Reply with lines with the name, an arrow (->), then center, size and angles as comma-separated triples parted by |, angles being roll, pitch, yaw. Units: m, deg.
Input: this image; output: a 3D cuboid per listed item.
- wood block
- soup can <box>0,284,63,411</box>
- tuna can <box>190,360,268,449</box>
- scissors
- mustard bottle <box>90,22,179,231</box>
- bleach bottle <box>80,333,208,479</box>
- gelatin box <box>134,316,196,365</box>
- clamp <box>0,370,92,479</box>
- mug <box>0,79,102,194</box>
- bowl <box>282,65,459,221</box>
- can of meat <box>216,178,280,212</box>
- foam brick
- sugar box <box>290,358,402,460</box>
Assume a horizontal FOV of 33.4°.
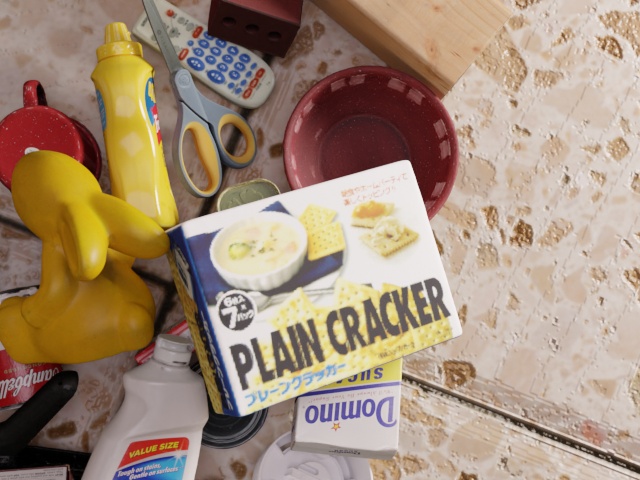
wood block -> 0.062, -0.231, 0.982 | 0.206, 0.091, 0.090 | 39, 84, -1
soup can -> -0.268, 0.096, 0.949 | 0.068, 0.068, 0.102 | -13, 87, -5
tuna can -> -0.089, 0.147, 0.975 | 0.086, 0.034, 0.086 | 0, 86, -4
scissors -> -0.109, -0.140, 0.967 | 0.096, 0.016, 0.202 | -15, 101, -37
mustard bottle -> -0.169, -0.100, 0.954 | 0.058, 0.096, 0.191 | -10, 87, -5
bleach bottle -> -0.157, 0.199, 0.884 | 0.102, 0.068, 0.251 | 12, 96, -18
gelatin box -> -0.126, 0.090, 0.948 | 0.073, 0.089, 0.030 | -35, 92, -5
clamp -> -0.270, 0.178, 0.923 | 0.210, 0.164, 0.036 | -10, 45, 2
mug -> -0.249, -0.086, 0.955 | 0.093, 0.081, 0.117 | -7, 87, -5
bowl -> 0.044, -0.077, 0.988 | 0.162, 0.055, 0.162 | 0, 86, -4
can of meat -> -0.056, 0.001, 0.962 | 0.057, 0.084, 0.102 | -16, 87, -5
foam brick -> -0.059, -0.212, 0.977 | 0.078, 0.053, 0.051 | 15, 61, -14
sugar box -> 0.027, 0.103, 0.957 | 0.093, 0.048, 0.176 | 6, 66, -4
